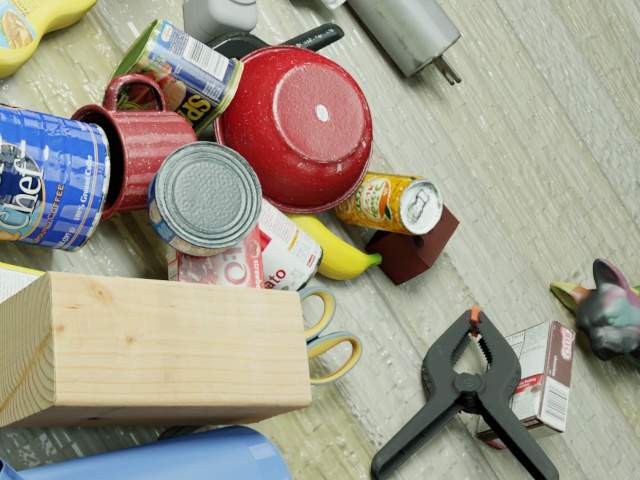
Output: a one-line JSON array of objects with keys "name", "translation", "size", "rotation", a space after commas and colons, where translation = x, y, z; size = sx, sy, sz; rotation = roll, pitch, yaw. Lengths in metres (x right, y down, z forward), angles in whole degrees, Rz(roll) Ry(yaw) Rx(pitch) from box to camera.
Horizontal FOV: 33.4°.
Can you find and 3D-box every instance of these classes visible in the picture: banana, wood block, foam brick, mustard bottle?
[{"name": "banana", "translation": [-0.022, -0.025, 0.997], "size": [0.197, 0.037, 0.069], "rotation": [46, 27, -14]}, {"name": "wood block", "translation": [-0.117, 0.084, 0.772], "size": [0.205, 0.091, 0.090], "rotation": [7, 68, -38]}, {"name": "foam brick", "translation": [0.091, -0.004, 1.062], "size": [0.053, 0.051, 0.078], "rotation": [47, 49, -11]}, {"name": "mustard bottle", "translation": [-0.266, -0.184, 0.862], "size": [0.096, 0.058, 0.191], "rotation": [47, 49, -13]}]

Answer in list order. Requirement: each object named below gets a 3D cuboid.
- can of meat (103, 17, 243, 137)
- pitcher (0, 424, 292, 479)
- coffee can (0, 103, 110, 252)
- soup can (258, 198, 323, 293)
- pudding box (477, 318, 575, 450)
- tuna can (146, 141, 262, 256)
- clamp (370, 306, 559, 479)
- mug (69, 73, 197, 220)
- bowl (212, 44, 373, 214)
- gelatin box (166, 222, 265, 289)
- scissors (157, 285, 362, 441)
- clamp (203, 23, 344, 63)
[{"name": "can of meat", "translation": [-0.129, -0.135, 0.918], "size": [0.083, 0.102, 0.057], "rotation": [29, 54, -22]}, {"name": "pitcher", "translation": [-0.137, 0.216, 0.743], "size": [0.242, 0.149, 0.145], "rotation": [-8, 60, -43]}, {"name": "coffee can", "translation": [-0.242, -0.052, 0.789], "size": [0.140, 0.103, 0.103], "rotation": [11, 63, -34]}, {"name": "soup can", "translation": [-0.056, 0.001, 0.934], "size": [0.102, 0.069, 0.068], "rotation": [39, 51, -18]}, {"name": "pudding box", "translation": [0.203, 0.143, 1.056], "size": [0.039, 0.090, 0.113], "rotation": [32, 54, -21]}, {"name": "tuna can", "translation": [-0.091, -0.031, 0.829], "size": [0.086, 0.034, 0.086], "rotation": [7, 72, -22]}, {"name": "clamp", "translation": [0.149, 0.149, 1.000], "size": [0.209, 0.165, 0.036], "rotation": [-68, 159, -43]}, {"name": "mug", "translation": [-0.153, -0.077, 0.873], "size": [0.081, 0.093, 0.117], "rotation": [-8, 104, -45]}, {"name": "bowl", "translation": [-0.012, -0.107, 0.957], "size": [0.161, 0.055, 0.162], "rotation": [6, 77, -25]}, {"name": "gelatin box", "translation": [-0.085, 0.011, 0.857], "size": [0.073, 0.030, 0.089], "rotation": [0, 77, -23]}, {"name": "scissors", "translation": [-0.051, 0.098, 0.890], "size": [0.201, 0.016, 0.096], "rotation": [-13, 100, -31]}, {"name": "clamp", "translation": [-0.051, -0.162, 1.007], "size": [0.171, 0.039, 0.120], "rotation": [12, 92, -34]}]
